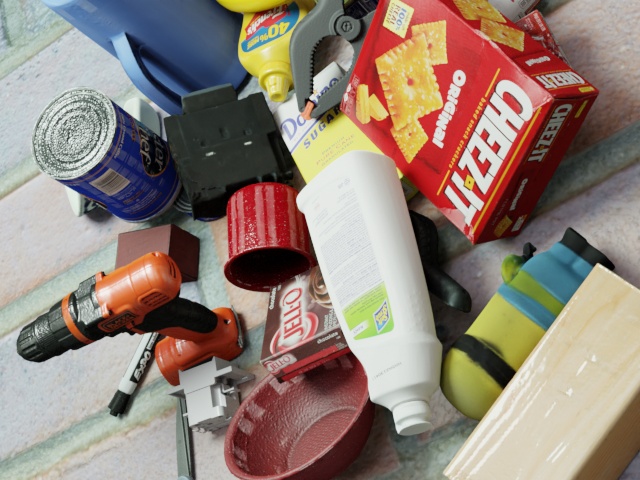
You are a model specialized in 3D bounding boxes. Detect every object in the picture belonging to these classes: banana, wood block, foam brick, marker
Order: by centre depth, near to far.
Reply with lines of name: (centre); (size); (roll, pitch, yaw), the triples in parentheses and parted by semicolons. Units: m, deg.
wood block: (0.205, 0.136, 0.847); (0.090, 0.090, 0.206); (38, 93, 37)
banana: (-0.063, -0.276, 1.134); (0.198, 0.037, 0.069); (14, 91, 48)
marker: (-0.198, 0.134, 1.154); (0.020, 0.020, 0.121); (22, 84, 37)
foam brick: (-0.179, 0.018, 1.170); (0.078, 0.053, 0.051); (-9, 66, 29)

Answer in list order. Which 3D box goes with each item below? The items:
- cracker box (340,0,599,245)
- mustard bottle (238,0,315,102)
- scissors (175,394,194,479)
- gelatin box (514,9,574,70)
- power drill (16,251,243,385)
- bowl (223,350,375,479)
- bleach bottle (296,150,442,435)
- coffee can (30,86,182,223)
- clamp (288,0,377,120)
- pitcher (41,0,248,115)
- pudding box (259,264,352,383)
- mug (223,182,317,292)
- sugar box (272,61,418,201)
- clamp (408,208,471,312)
cracker box: (0.122, -0.126, 0.965); (0.214, 0.071, 0.164); (49, 134, 31)
mustard bottle: (-0.046, -0.231, 1.171); (0.096, 0.058, 0.191); (-19, 54, 27)
scissors: (-0.119, 0.252, 1.057); (0.096, 0.016, 0.201); (-4, 69, 30)
gelatin box: (0.193, -0.157, 0.992); (0.073, 0.030, 0.089); (-30, 88, 18)
power drill: (-0.179, 0.090, 1.056); (0.185, 0.187, 0.057); (-26, 60, 20)
bowl: (-0.008, 0.170, 0.970); (0.162, 0.055, 0.162); (-30, 27, 17)
bleach bottle: (0.048, 0.050, 0.932); (0.103, 0.067, 0.251); (-41, 51, 42)
coffee can: (-0.224, -0.088, 1.135); (0.103, 0.140, 0.103); (-8, 70, 21)
clamp: (0.038, -0.213, 1.056); (0.164, 0.036, 0.210); (19, 103, 2)
pitcher: (-0.189, -0.239, 1.165); (0.149, 0.242, 0.145); (35, 93, 39)
pudding box: (-0.008, 0.073, 1.017); (0.090, 0.039, 0.113); (-26, 29, 21)
mug: (-0.057, 0.001, 1.085); (0.117, 0.093, 0.081); (127, 145, -51)
sugar box: (0.022, -0.092, 1.090); (0.093, 0.048, 0.176); (-38, 56, 14)
clamp: (0.079, 0.040, 0.988); (0.120, 0.039, 0.171); (-49, 32, 27)
